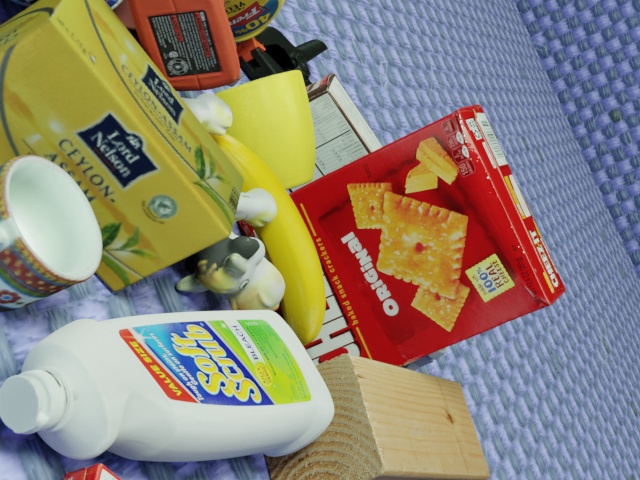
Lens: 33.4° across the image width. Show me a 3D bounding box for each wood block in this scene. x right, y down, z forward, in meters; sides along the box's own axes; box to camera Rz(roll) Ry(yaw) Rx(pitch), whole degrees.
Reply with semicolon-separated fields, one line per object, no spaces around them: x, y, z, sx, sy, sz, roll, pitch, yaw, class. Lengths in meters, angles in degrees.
0.045;0.156;0.835;0.205;0.090;0.091;23;46;-58;wood block

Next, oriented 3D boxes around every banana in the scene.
-0.039;0.000;0.815;0.037;0.070;0.198;-27;98;-59;banana

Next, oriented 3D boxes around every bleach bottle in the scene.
-0.088;0.092;0.636;0.102;0.068;0.250;59;22;17;bleach bottle

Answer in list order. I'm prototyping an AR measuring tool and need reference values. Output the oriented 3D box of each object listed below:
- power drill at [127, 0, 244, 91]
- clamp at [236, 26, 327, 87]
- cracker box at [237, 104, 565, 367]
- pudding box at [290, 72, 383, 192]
-0.085;-0.204;0.685;0.184;0.057;0.187;75;12;-50;power drill
-0.025;-0.157;1.063;0.171;0.039;0.120;0;63;-59;clamp
0.061;0.011;0.851;0.164;0.214;0.072;66;24;2;cracker box
0.002;-0.084;0.980;0.113;0.090;0.039;54;26;-25;pudding box
